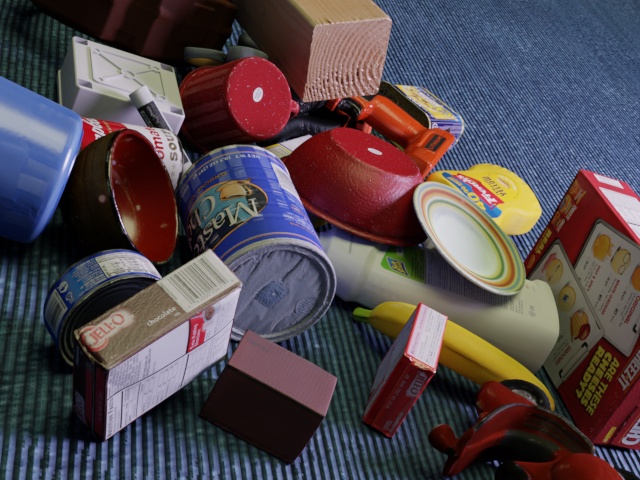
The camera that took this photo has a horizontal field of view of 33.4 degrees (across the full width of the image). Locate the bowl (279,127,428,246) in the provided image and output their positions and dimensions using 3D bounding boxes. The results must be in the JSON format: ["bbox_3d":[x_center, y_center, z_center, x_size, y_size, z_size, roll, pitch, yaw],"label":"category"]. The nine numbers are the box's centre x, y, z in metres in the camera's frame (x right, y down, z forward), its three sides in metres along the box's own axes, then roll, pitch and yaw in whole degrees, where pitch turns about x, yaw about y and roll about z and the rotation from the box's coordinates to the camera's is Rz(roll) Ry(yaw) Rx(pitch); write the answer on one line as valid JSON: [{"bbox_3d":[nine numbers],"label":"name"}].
[{"bbox_3d":[0.040,-0.060,1.002,0.162,0.055,0.162,21,23,-10],"label":"bowl"}]

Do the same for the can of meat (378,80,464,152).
[{"bbox_3d":[0.118,-0.154,1.337,0.083,0.057,0.102,-7,43,-49],"label":"can of meat"}]

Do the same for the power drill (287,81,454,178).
[{"bbox_3d":[0.049,-0.135,1.180,0.187,0.057,0.184,41,36,3],"label":"power drill"}]

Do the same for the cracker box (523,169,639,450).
[{"bbox_3d":[0.271,0.061,0.997,0.072,0.164,0.214,12,32,-24],"label":"cracker box"}]

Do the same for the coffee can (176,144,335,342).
[{"bbox_3d":[-0.056,0.001,0.872,0.102,0.103,0.140,12,32,-28],"label":"coffee can"}]

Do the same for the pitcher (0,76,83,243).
[{"bbox_3d":[-0.304,-0.081,0.771,0.242,0.149,0.145,22,-14,-18],"label":"pitcher"}]

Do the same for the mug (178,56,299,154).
[{"bbox_3d":[-0.073,-0.133,1.061,0.117,0.093,0.082,6,-8,-39],"label":"mug"}]

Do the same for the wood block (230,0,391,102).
[{"bbox_3d":[-0.017,-0.241,1.142,0.090,0.090,0.206,-10,42,-24],"label":"wood block"}]

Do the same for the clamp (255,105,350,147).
[{"bbox_3d":[-0.042,-0.145,1.200,0.171,0.039,0.120,-4,46,-50],"label":"clamp"}]

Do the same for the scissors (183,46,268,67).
[{"bbox_3d":[-0.096,-0.187,1.158,0.096,0.016,0.202,5,-1,-3],"label":"scissors"}]

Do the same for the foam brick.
[{"bbox_3d":[-0.036,0.111,0.760,0.078,0.051,0.053,29,27,0],"label":"foam brick"}]

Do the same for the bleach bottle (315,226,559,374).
[{"bbox_3d":[0.091,0.040,0.983,0.250,0.068,0.102,21,27,-8],"label":"bleach bottle"}]

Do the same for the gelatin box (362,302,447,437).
[{"bbox_3d":[0.068,0.102,0.845,0.030,0.073,0.089,28,28,-1],"label":"gelatin box"}]

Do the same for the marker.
[{"bbox_3d":[-0.136,-0.085,0.975,0.121,0.020,0.020,60,28,-7],"label":"marker"}]

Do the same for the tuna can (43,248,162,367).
[{"bbox_3d":[-0.145,0.048,0.732,0.085,0.086,0.034,0,37,-42],"label":"tuna can"}]

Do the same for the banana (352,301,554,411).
[{"bbox_3d":[0.123,0.098,0.916,0.198,0.037,0.069,29,-5,-2],"label":"banana"}]

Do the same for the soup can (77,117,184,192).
[{"bbox_3d":[-0.178,-0.068,0.918,0.102,0.069,0.068,5,36,-38],"label":"soup can"}]

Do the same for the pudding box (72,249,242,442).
[{"bbox_3d":[-0.107,0.068,0.691,0.113,0.090,0.039,-31,64,-33],"label":"pudding box"}]

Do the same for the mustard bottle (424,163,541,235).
[{"bbox_3d":[0.162,-0.039,1.182,0.191,0.058,0.096,-11,52,-50],"label":"mustard bottle"}]
